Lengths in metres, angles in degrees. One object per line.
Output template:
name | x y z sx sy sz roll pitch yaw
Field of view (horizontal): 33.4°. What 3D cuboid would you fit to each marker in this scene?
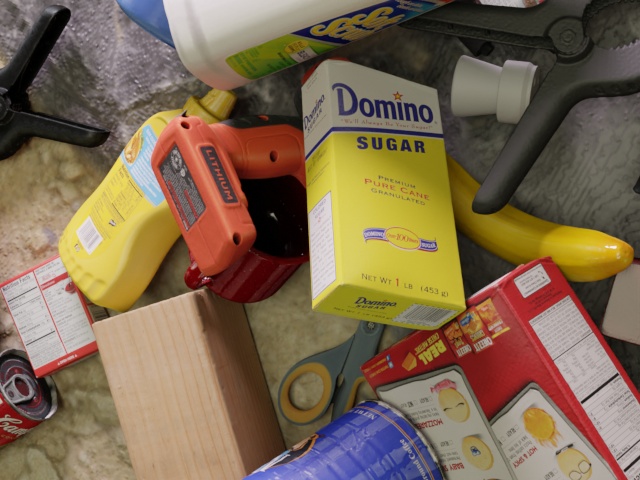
marker | 0.082 -0.179 0.787 0.121 0.020 0.020 45 105 11

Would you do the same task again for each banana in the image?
banana | 0.132 -0.013 0.740 0.037 0.069 0.198 -42 50 -16

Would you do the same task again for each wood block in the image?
wood block | -0.090 0.146 0.826 0.090 0.090 0.206 -18 87 19

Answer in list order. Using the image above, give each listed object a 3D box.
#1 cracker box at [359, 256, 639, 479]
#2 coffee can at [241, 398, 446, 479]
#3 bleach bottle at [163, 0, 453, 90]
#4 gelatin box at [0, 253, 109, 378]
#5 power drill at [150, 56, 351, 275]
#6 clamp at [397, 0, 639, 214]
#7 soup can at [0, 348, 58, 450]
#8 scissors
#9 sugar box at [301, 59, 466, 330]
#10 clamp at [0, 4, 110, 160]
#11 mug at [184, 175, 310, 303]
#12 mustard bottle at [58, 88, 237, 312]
cracker box | 0.143 0.138 0.721 0.214 0.071 0.164 58 140 7
coffee can | 0.004 0.188 0.738 0.103 0.140 0.103 35 140 37
bleach bottle | 0.032 -0.169 0.687 0.251 0.102 0.068 -17 82 12
gelatin box | -0.220 0.061 0.899 0.073 0.030 0.089 -26 84 20
power drill | -0.010 -0.035 0.745 0.184 0.187 0.057 62 141 15
clamp | 0.163 -0.117 0.704 0.210 0.036 0.164 -17 75 14
soup can | -0.283 0.146 0.905 0.102 0.068 0.068 -34 82 18
scissors | 0.020 0.069 0.822 0.096 0.016 0.202 9 96 16
sugar box | 0.039 -0.032 0.704 0.048 0.093 0.176 -42 43 51
clamp | -0.254 -0.106 0.898 0.172 0.039 0.120 -29 79 24
mug | -0.055 0.001 0.787 0.093 0.117 0.082 46 140 4
mustard bottle | -0.128 -0.043 0.840 0.192 0.058 0.096 -52 45 13
